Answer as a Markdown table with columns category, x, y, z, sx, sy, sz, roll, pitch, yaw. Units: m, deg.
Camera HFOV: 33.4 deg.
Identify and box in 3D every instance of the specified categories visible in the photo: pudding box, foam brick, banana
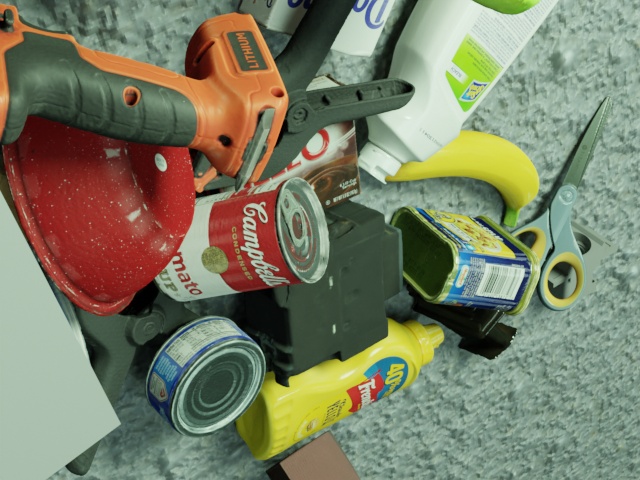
| category | x | y | z | sx | sy | sz | roll | pitch | yaw |
| --- | --- | --- | --- | --- | --- | --- | --- | --- | --- |
| pudding box | -0.029 | -0.057 | 0.753 | 0.113 | 0.039 | 0.090 | -25 | 130 | -23 |
| foam brick | -0.006 | 0.201 | 0.906 | 0.051 | 0.053 | 0.078 | -30 | 170 | -19 |
| banana | 0.125 | -0.056 | 0.874 | 0.197 | 0.037 | 0.070 | 17 | 106 | -43 |

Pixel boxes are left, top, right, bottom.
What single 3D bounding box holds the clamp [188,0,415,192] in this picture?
| category | x | y | z | sx | sy | sz | roll | pitch | yaw |
| --- | --- | --- | --- | --- | --- | --- | --- | --- | --- |
| clamp | -0.020 | -0.098 | 0.681 | 0.171 | 0.039 | 0.120 | -33 | 131 | -14 |

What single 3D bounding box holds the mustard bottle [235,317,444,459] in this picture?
| category | x | y | z | sx | sy | sz | roll | pitch | yaw |
| --- | --- | --- | --- | --- | --- | --- | --- | --- | --- |
| mustard bottle | 0.024 | 0.112 | 0.888 | 0.191 | 0.058 | 0.096 | -22 | 148 | -27 |

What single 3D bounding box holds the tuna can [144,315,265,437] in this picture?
| category | x | y | z | sx | sy | sz | roll | pitch | yaw |
| --- | --- | --- | --- | --- | --- | --- | --- | --- | --- |
| tuna can | -0.082 | 0.099 | 0.771 | 0.086 | 0.034 | 0.086 | -26 | 134 | -31 |

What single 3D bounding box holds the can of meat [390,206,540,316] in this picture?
| category | x | y | z | sx | sy | sz | roll | pitch | yaw |
| --- | --- | --- | --- | --- | --- | --- | --- | --- | --- |
| can of meat | 0.111 | 0.015 | 0.859 | 0.083 | 0.102 | 0.057 | 8 | 112 | -30 |

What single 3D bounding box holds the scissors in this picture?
| category | x | y | z | sx | sy | sz | roll | pitch | yaw |
| --- | --- | --- | --- | --- | --- | --- | --- | --- | --- |
| scissors | 0.231 | -0.022 | 0.958 | 0.202 | 0.096 | 0.016 | -51 | 179 | 3 |

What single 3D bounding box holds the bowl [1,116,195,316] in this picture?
| category | x | y | z | sx | sy | sz | roll | pitch | yaw |
| --- | --- | --- | --- | --- | --- | --- | --- | --- | --- |
| bowl | -0.115 | -0.041 | 0.611 | 0.055 | 0.162 | 0.162 | -13 | 135 | 15 |

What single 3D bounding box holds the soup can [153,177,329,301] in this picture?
| category | x | y | z | sx | sy | sz | roll | pitch | yaw |
| --- | --- | --- | --- | --- | --- | --- | --- | --- | --- |
| soup can | -0.055 | 0.001 | 0.696 | 0.068 | 0.102 | 0.068 | 33 | 52 | -57 |

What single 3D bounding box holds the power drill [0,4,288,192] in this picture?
| category | x | y | z | sx | sy | sz | roll | pitch | yaw |
| --- | --- | --- | --- | --- | --- | --- | --- | --- | --- |
| power drill | -0.121 | -0.094 | 0.535 | 0.187 | 0.184 | 0.057 | 5 | 130 | -24 |

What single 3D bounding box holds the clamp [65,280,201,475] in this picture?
| category | x | y | z | sx | sy | sz | roll | pitch | yaw |
| --- | --- | --- | --- | --- | --- | --- | --- | --- | --- |
| clamp | -0.121 | 0.053 | 0.756 | 0.164 | 0.036 | 0.210 | -25 | 130 | -33 |

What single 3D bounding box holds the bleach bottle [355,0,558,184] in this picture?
| category | x | y | z | sx | sy | sz | roll | pitch | yaw |
| --- | --- | --- | --- | --- | --- | --- | --- | --- | --- |
| bleach bottle | 0.103 | -0.154 | 0.771 | 0.102 | 0.068 | 0.251 | 29 | 98 | -45 |
